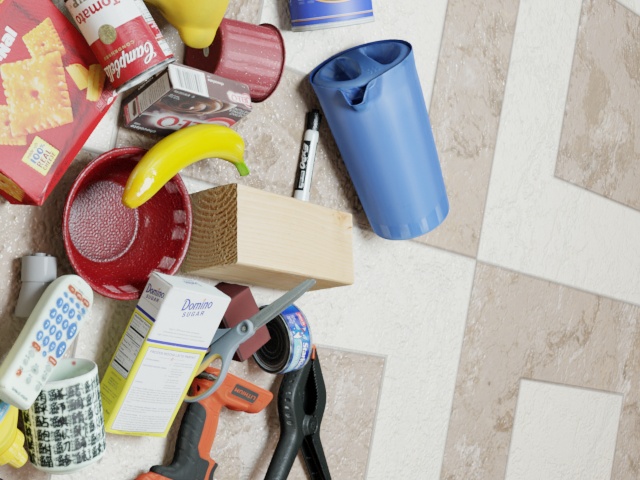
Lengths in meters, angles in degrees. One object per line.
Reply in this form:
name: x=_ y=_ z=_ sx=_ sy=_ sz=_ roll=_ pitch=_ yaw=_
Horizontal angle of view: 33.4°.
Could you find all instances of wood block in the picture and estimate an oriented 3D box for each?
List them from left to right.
wood block: x=-0.059 y=0.001 z=1.236 sx=0.205 sy=0.090 sz=0.091 roll=13 pitch=71 yaw=-51

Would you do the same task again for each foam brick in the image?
foam brick: x=-0.104 y=0.095 z=1.251 sx=0.051 sy=0.053 sz=0.078 roll=-39 pitch=121 yaw=-35

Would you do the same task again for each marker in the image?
marker: x=-0.015 y=-0.106 z=1.341 sx=0.020 sy=0.020 sz=0.121 roll=13 pitch=85 yaw=-44

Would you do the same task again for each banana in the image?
banana: x=-0.138 y=-0.086 z=1.134 sx=0.197 sy=0.037 sz=0.069 roll=-21 pitch=103 yaw=-50

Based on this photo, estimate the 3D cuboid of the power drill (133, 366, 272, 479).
power drill: x=-0.123 y=0.252 z=1.245 sx=0.184 sy=0.057 sz=0.187 roll=35 pitch=69 yaw=-44

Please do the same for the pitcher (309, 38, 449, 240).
pitcher: x=0.087 y=-0.131 z=1.375 sx=0.149 sy=0.145 sz=0.243 roll=-34 pitch=121 yaw=-24

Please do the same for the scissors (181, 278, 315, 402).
scissors: x=-0.100 y=0.092 z=1.191 sx=0.202 sy=0.096 sz=0.016 roll=-50 pitch=153 yaw=5

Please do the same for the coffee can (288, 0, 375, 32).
coffee can: x=0.007 y=-0.327 z=1.283 sx=0.102 sy=0.103 sz=0.140 roll=-19 pitch=107 yaw=-42

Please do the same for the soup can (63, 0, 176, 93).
soup can: x=-0.195 y=-0.204 z=1.037 sx=0.068 sy=0.069 sz=0.102 roll=-36 pitch=101 yaw=-36

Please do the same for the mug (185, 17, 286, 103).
mug: x=-0.104 y=-0.197 z=1.209 sx=0.081 sy=0.093 sz=0.117 roll=5 pitch=127 yaw=-40

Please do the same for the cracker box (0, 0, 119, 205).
cracker box: x=-0.308 y=-0.161 z=1.014 sx=0.213 sy=0.072 sz=0.164 roll=48 pitch=61 yaw=-35

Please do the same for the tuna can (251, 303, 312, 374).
tuna can: x=-0.050 y=0.117 z=1.283 sx=0.033 sy=0.086 sz=0.086 roll=-8 pitch=100 yaw=-42

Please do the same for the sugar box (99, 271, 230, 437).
sugar box: x=-0.174 y=0.125 z=1.151 sx=0.093 sy=0.048 sz=0.176 roll=18 pitch=99 yaw=-51

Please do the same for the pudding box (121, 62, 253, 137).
pudding box: x=-0.144 y=-0.146 z=1.160 sx=0.113 sy=0.090 sz=0.039 roll=13 pitch=57 yaw=-43

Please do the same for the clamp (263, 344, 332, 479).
clamp: x=-0.020 y=0.238 z=1.349 sx=0.164 sy=0.036 sz=0.210 roll=26 pitch=67 yaw=-59

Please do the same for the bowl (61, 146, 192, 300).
bowl: x=-0.215 y=-0.019 z=1.130 sx=0.161 sy=0.055 sz=0.162 roll=-5 pitch=98 yaw=-44
